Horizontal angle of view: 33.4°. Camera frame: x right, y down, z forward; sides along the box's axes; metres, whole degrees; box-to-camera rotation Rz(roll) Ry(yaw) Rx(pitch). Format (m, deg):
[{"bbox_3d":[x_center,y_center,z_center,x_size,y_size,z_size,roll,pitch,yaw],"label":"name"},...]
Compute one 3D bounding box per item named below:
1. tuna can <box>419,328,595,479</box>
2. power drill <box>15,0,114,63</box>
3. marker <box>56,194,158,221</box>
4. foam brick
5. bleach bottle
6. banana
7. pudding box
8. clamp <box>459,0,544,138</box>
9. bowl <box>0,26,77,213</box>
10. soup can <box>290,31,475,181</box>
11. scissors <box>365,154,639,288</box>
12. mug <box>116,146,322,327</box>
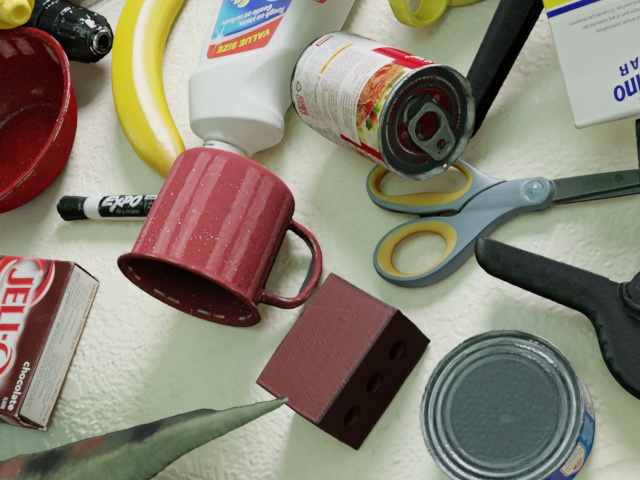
[{"bbox_3d":[0.097,0.091,0.551,0.086,0.033,0.086,-12,61,22],"label":"tuna can"},{"bbox_3d":[-0.199,-0.234,0.858,0.185,0.057,0.187,22,77,34],"label":"power drill"},{"bbox_3d":[-0.134,-0.023,0.741,0.121,0.020,0.020,0,66,28],"label":"marker"},{"bbox_3d":[0.013,0.068,0.596,0.051,0.053,0.078,30,82,35],"label":"foam brick"},{"bbox_3d":[-0.023,-0.156,0.725,0.103,0.068,0.251,9,73,30],"label":"bleach bottle"},{"bbox_3d":[-0.121,-0.127,0.776,0.070,0.037,0.198,-10,61,24],"label":"banana"},{"bbox_3d":[-0.210,0.066,0.723,0.090,0.039,0.113,3,67,28],"label":"pudding box"},{"bbox_3d":[0.153,-0.165,0.610,0.165,0.036,0.210,0,92,23],"label":"clamp"},{"bbox_3d":[-0.239,-0.078,0.802,0.162,0.055,0.162,-12,61,22],"label":"bowl"},{"bbox_3d":[0.035,-0.083,0.639,0.068,0.068,0.102,-51,39,-4],"label":"soup can"},{"bbox_3d":[0.111,-0.009,0.607,0.202,0.016,0.096,9,72,31],"label":"scissors"},{"bbox_3d":[-0.054,0.001,0.652,0.117,0.093,0.081,21,69,2],"label":"mug"}]
